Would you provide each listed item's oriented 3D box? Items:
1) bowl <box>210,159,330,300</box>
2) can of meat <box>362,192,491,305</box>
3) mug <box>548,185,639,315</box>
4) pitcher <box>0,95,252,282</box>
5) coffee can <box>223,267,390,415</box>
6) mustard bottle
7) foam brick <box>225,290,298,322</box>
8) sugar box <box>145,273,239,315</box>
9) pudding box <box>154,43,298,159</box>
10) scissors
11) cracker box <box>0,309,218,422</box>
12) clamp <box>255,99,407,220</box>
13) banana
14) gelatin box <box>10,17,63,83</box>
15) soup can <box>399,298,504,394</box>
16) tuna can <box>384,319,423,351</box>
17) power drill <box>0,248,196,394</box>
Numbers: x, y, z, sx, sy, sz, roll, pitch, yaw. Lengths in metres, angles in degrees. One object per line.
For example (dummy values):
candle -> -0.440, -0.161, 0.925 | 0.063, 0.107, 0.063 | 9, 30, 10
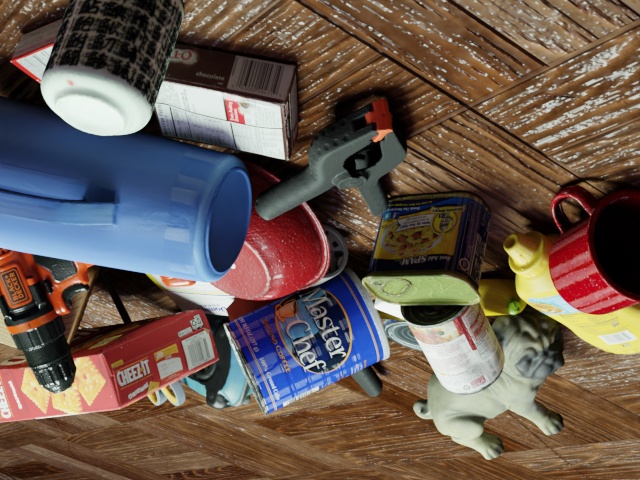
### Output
bowl -> -0.073, 0.003, 0.986 | 0.162, 0.055, 0.162 | 21, 140, 18
can of meat -> 0.095, 0.008, 0.937 | 0.102, 0.084, 0.057 | -3, 151, 33
mug -> 0.231, 0.005, 0.871 | 0.117, 0.093, 0.082 | 48, 157, 1
pitcher -> -0.190, -0.037, 0.896 | 0.243, 0.149, 0.145 | 12, 146, 17
coffee can -> -0.014, 0.102, 1.085 | 0.140, 0.103, 0.103 | -24, 156, -9
mustard bottle -> 0.234, 0.042, 0.966 | 0.191, 0.058, 0.096 | 30, 151, -31
foam brick -> -0.054, 0.074, 1.150 | 0.053, 0.078, 0.051 | 35, -167, -40
sugar box -> -0.138, 0.029, 1.156 | 0.093, 0.048, 0.176 | 4, 157, 19
pudding box -> -0.075, -0.108, 0.837 | 0.113, 0.039, 0.090 | 13, 157, 7
scissors -> -0.214, 0.127, 1.303 | 0.096, 0.016, 0.202 | 20, 134, 41
cracker box -> -0.250, 0.140, 1.212 | 0.214, 0.072, 0.163 | -11, -173, 38
clamp -> 0.012, -0.058, 0.870 | 0.120, 0.039, 0.172 | -11, 156, -14
banana -> 0.135, 0.059, 1.065 | 0.069, 0.037, 0.198 | 1, 174, -42
gelatin box -> -0.187, -0.141, 0.838 | 0.089, 0.030, 0.073 | -10, 145, 41
soup can -> 0.123, 0.085, 0.981 | 0.069, 0.068, 0.102 | -3, 135, 33
tuna can -> 0.113, 0.092, 1.168 | 0.086, 0.033, 0.086 | 12, 156, 5
power drill -> -0.219, 0.039, 1.030 | 0.187, 0.184, 0.057 | -21, -166, -4
